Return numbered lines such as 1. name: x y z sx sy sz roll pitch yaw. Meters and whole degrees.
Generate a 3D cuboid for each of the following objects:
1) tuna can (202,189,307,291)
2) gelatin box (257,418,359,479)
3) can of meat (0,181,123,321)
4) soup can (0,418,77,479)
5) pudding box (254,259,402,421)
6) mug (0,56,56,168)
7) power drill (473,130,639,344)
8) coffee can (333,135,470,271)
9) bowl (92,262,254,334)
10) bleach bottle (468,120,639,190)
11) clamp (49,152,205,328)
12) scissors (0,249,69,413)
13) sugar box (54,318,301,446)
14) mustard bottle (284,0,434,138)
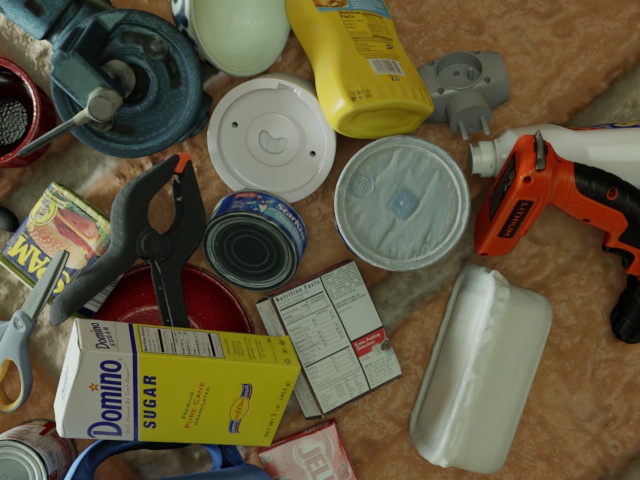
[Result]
1. tuna can: -0.056 0.001 0.900 0.086 0.033 0.086 8 128 10
2. gelatin box: -0.005 0.208 0.922 0.073 0.030 0.089 -21 89 0
3. can of meat: -0.211 0.009 0.902 0.102 0.057 0.084 34 87 26
4. soup can: -0.247 0.190 0.889 0.068 0.102 0.068 0 89 0
5. pudding box: 0.008 0.083 0.903 0.089 0.039 0.113 -23 87 -27
6. mug: -0.284 -0.106 0.903 0.117 0.081 0.093 7 89 0
7. power drill: 0.224 -0.001 0.864 0.187 0.057 0.185 15 129 -6
8. coffee can: 0.062 -0.027 0.869 0.103 0.140 0.103 0 89 0
9. bowl: -0.136 0.098 0.913 0.162 0.055 0.162 0 90 1
10. bleach bottle: 0.251 -0.070 0.887 0.251 0.102 0.068 -2 102 1
11. clamp: -0.147 0.008 0.855 0.120 0.039 0.171 14 78 -34
12. scissors: -0.260 0.061 0.882 0.096 0.016 0.202 34 126 17
13. sugar box: -0.113 0.115 0.840 0.176 0.048 0.093 5 124 -23
14. mustard bottle: 0.021 -0.177 0.893 0.096 0.058 0.192 -4 62 -36
